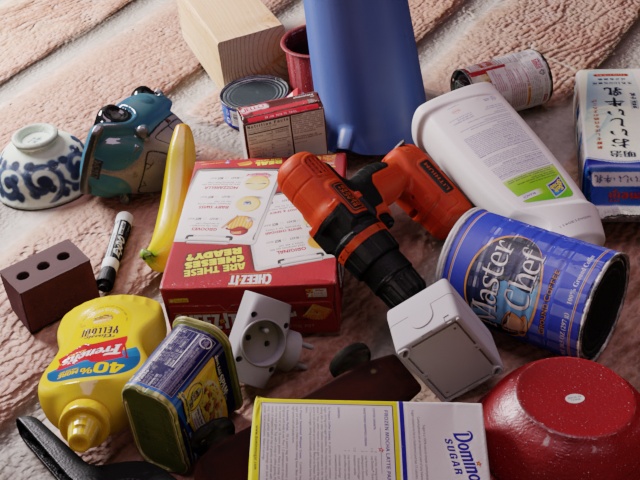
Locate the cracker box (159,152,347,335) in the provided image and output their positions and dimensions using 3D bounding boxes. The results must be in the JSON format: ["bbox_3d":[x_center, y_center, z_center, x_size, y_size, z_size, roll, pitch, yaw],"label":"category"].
[{"bbox_3d":[-0.057,0.001,1.058,0.164,0.072,0.213,-3,38,6],"label":"cracker box"}]

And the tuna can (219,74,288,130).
[{"bbox_3d":[-0.080,-0.170,1.318,0.086,0.034,0.086,-5,37,3],"label":"tuna can"}]

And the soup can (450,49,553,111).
[{"bbox_3d":[0.213,-0.181,1.257,0.102,0.068,0.068,-17,38,-14],"label":"soup can"}]

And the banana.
[{"bbox_3d":[-0.153,-0.034,1.113,0.037,0.070,0.197,7,48,-2],"label":"banana"}]

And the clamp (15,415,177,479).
[{"bbox_3d":[-0.190,0.210,0.827,0.210,0.036,0.164,9,33,19],"label":"clamp"}]

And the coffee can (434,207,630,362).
[{"bbox_3d":[0.186,0.039,0.942,0.140,0.103,0.102,20,44,31],"label":"coffee can"}]

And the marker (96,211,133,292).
[{"bbox_3d":[-0.214,0.012,1.112,0.020,0.020,0.121,-3,37,5],"label":"marker"}]

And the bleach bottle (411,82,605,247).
[{"bbox_3d":[0.192,-0.051,1.051,0.102,0.068,0.251,-23,52,-11],"label":"bleach bottle"}]

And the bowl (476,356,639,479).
[{"bbox_3d":[0.195,0.141,0.833,0.162,0.055,0.162,0,35,0],"label":"bowl"}]

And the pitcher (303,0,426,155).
[{"bbox_3d":[0.050,-0.230,1.204,0.145,0.243,0.149,-16,31,-9],"label":"pitcher"}]

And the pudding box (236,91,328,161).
[{"bbox_3d":[-0.038,-0.100,1.152,0.090,0.113,0.039,-12,40,-7],"label":"pudding box"}]

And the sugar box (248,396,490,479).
[{"bbox_3d":[0.035,0.167,0.794,0.176,0.048,0.093,4,52,-4],"label":"sugar box"}]

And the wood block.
[{"bbox_3d":[-0.119,-0.276,1.419,0.090,0.090,0.206,-18,39,-14],"label":"wood block"}]

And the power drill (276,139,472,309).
[{"bbox_3d":[0.069,-0.021,1.014,0.184,0.057,0.187,50,34,15],"label":"power drill"}]

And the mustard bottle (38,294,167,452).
[{"bbox_3d":[-0.188,0.116,0.910,0.096,0.058,0.191,-6,26,2],"label":"mustard bottle"}]

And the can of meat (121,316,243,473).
[{"bbox_3d":[-0.113,0.129,0.874,0.058,0.102,0.083,14,44,25],"label":"can of meat"}]

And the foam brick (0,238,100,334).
[{"bbox_3d":[-0.266,0.044,1.051,0.078,0.051,0.053,-29,42,-26],"label":"foam brick"}]

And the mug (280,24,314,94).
[{"bbox_3d":[-0.003,-0.220,1.332,0.093,0.081,0.117,-16,38,-12],"label":"mug"}]
